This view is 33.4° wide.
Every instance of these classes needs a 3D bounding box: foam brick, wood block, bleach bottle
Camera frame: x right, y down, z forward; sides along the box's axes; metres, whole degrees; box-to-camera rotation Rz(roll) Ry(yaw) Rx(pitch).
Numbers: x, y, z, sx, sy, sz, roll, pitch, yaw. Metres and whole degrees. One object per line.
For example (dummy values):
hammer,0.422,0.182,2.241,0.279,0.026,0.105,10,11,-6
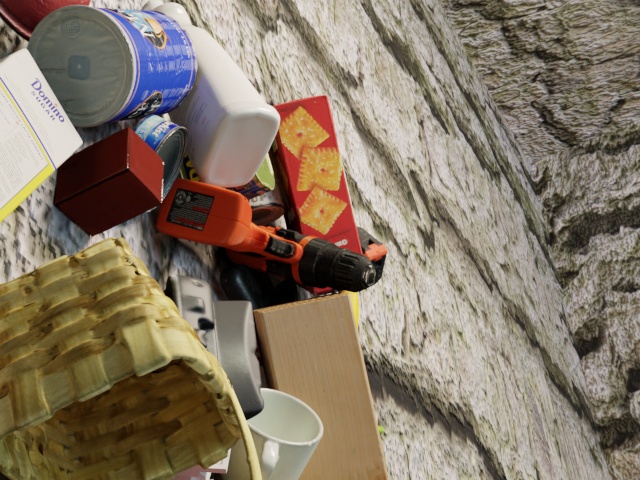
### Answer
foam brick,-0.178,-0.050,0.906,0.051,0.078,0.053,47,28,-43
wood block,0.001,0.161,1.052,0.090,0.090,0.206,165,-87,-81
bleach bottle,-0.128,-0.170,1.087,0.067,0.103,0.251,-1,45,-34

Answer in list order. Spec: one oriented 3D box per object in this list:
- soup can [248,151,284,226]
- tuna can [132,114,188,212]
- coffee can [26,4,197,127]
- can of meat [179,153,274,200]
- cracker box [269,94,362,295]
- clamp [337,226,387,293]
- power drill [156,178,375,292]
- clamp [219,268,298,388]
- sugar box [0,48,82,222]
soup can,-0.084,-0.071,1.195,0.068,0.069,0.102,23,49,-64
tuna can,-0.157,-0.071,0.979,0.034,0.086,0.086,25,18,9
coffee can,-0.185,-0.158,0.965,0.103,0.103,0.140,67,19,-3
can of meat,-0.103,-0.085,1.135,0.057,0.084,0.102,16,55,-66
cracker box,-0.012,-0.051,1.232,0.164,0.072,0.214,-166,-116,-82
clamp,0.033,0.015,1.350,0.120,0.039,0.172,59,-25,4
power drill,-0.057,0.001,1.061,0.187,0.185,0.057,30,75,-54
clamp,-0.037,0.127,1.156,0.164,0.036,0.210,-2,70,-70
sugar box,-0.247,-0.075,0.801,0.093,0.048,0.176,62,17,-17
